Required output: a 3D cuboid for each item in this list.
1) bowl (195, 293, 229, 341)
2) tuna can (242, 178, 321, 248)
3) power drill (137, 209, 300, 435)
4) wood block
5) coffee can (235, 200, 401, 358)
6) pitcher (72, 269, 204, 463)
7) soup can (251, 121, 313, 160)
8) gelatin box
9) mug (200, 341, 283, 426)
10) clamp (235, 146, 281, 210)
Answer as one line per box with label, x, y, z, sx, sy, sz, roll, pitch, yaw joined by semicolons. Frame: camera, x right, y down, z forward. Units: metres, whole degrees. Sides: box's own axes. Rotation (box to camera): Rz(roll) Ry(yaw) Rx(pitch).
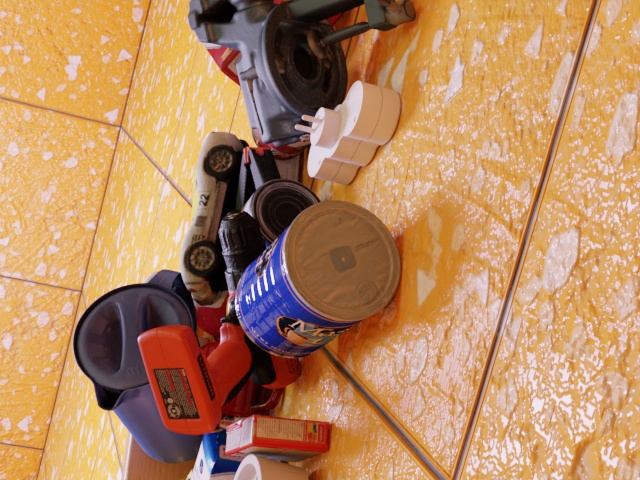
bowl;-0.143;0.052;1.415;0.162;0.055;0.162;-168;90;-72
tuna can;-0.037;-0.020;1.088;0.034;0.086;0.086;132;146;-54
power drill;-0.090;0.081;0.996;0.057;0.187;0.184;-8;106;32
wood block;-0.204;0.233;1.406;0.090;0.090;0.206;120;157;-63
coffee can;-0.006;0.037;0.926;0.140;0.102;0.103;138;141;-61
pitcher;-0.186;0.157;1.249;0.145;0.149;0.243;57;167;33
soup can;-0.029;-0.134;1.171;0.102;0.068;0.068;151;129;-66
gelatin box;-0.041;0.182;0.983;0.089;0.073;0.030;141;135;-63
mug;-0.088;0.158;1.143;0.117;0.093;0.081;-11;59;37
clamp;-0.058;0.001;1.149;0.165;0.036;0.210;-5;86;62
